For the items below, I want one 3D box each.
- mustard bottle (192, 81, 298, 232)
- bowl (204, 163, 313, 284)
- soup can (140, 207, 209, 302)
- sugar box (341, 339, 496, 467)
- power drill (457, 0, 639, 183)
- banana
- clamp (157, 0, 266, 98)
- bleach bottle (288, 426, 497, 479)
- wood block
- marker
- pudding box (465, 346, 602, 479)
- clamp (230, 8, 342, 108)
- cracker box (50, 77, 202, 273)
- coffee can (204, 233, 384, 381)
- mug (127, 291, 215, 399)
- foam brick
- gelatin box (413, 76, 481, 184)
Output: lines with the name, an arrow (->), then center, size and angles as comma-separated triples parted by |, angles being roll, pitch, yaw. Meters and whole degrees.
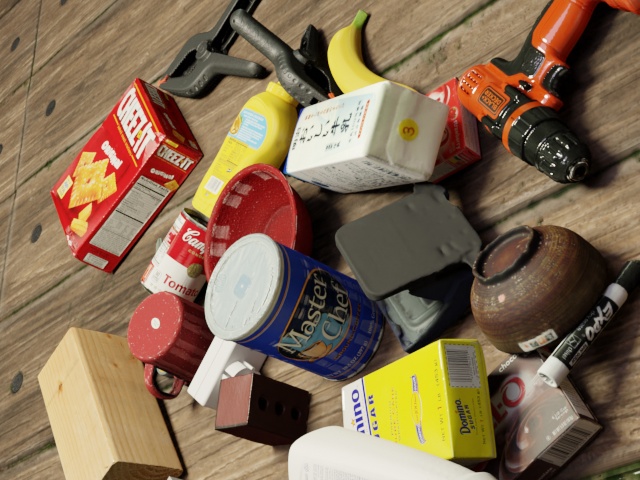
mustard bottle -> -0.075, -0.108, 1.234 | 0.096, 0.058, 0.191 | 31, 94, 56
bowl -> -0.057, 0.001, 1.141 | 0.162, 0.055, 0.162 | -15, 70, 47
soup can -> -0.157, 0.022, 1.247 | 0.102, 0.068, 0.069 | -58, 38, 8
sugar box -> 0.074, 0.147, 0.874 | 0.176, 0.048, 0.093 | -37, 52, 56
power drill -> 0.216, -0.156, 0.925 | 0.188, 0.057, 0.185 | -53, 39, 13
banana -> 0.049, -0.182, 1.150 | 0.070, 0.037, 0.198 | -47, 41, 20
clamp -> -0.139, -0.256, 1.410 | 0.210, 0.036, 0.164 | -19, 56, 43
bleach bottle -> 0.072, 0.205, 0.780 | 0.251, 0.067, 0.102 | 3, 106, 56
wood block -> -0.242, 0.206, 1.209 | 0.091, 0.090, 0.206 | -53, 43, 22
marker -> 0.209, 0.061, 0.811 | 0.121, 0.020, 0.020 | -48, 35, -14
pudding box -> 0.154, 0.147, 0.839 | 0.114, 0.039, 0.090 | -47, 40, 19
clamp -> -0.018, -0.200, 1.209 | 0.171, 0.120, 0.039 | 55, 134, 26
cracker box -> -0.267, -0.089, 1.435 | 0.214, 0.072, 0.164 | -50, 40, 16
coffee can -> -0.023, 0.065, 1.009 | 0.103, 0.140, 0.103 | -27, 51, 38
mug -> -0.161, 0.117, 1.174 | 0.093, 0.081, 0.117 | 7, 72, 41
foam brick -> -0.056, 0.166, 1.041 | 0.051, 0.078, 0.053 | -17, 59, 43
gelatin box -> 0.115, -0.104, 1.035 | 0.073, 0.030, 0.089 | -29, 50, 37
